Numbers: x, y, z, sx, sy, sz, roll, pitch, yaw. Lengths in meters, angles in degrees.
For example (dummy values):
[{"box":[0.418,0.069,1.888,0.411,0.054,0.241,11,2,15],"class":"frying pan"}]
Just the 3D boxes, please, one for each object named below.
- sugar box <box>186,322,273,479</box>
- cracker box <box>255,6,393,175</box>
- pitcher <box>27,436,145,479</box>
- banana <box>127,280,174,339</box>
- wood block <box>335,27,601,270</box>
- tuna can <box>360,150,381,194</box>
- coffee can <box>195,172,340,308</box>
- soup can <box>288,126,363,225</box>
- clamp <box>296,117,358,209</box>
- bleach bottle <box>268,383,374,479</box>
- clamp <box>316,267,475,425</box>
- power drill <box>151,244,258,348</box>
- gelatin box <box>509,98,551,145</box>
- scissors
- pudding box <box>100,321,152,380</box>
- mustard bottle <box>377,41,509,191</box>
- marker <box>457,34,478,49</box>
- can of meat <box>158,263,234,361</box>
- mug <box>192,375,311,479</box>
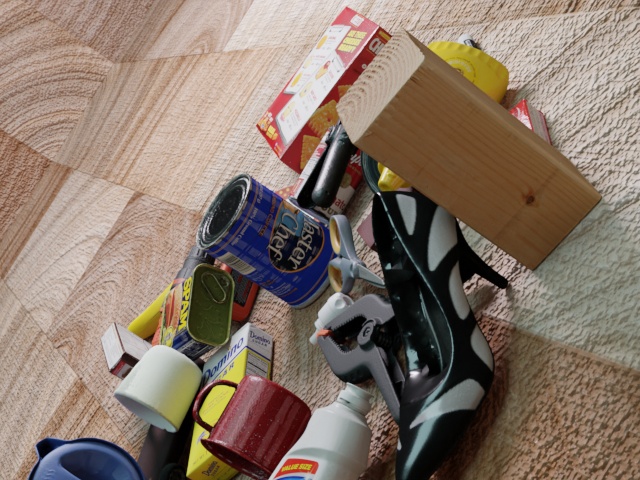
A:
[{"box":[-0.101,0.184,1.206,0.093,0.048,0.176,-43,28,28],"class":"sugar box"},{"box":[0.015,-0.198,1.439,0.214,0.072,0.164,-52,25,8],"class":"cracker box"},{"box":[-0.284,0.338,1.228,0.243,0.144,0.149,126,152,-52],"class":"pitcher"},{"box":[-0.230,0.097,1.579,0.198,0.037,0.069,-44,9,23],"class":"banana"},{"box":[0.124,-0.075,0.905,0.091,0.206,0.090,-49,25,16],"class":"wood block"},{"box":[0.082,-0.084,1.150,0.086,0.033,0.086,25,122,47],"class":"tuna can"},{"box":[-0.058,0.002,1.237,0.103,0.140,0.103,-43,27,28],"class":"coffee can"},{"box":[0.014,-0.077,1.290,0.102,0.068,0.069,-59,24,-5],"class":"soup can"},{"box":[0.025,-0.105,1.187,0.171,0.039,0.120,-64,16,5],"class":"clamp"},{"box":[-0.024,0.243,0.948,0.103,0.068,0.251,9,70,61],"class":"bleach bottle"},{"box":[0.057,0.103,1.019,0.210,0.036,0.164,-17,48,56],"class":"clamp"},{"box":[-0.148,0.063,1.438,0.188,0.057,0.184,-28,39,51],"class":"power drill"},{"box":[0.183,-0.084,1.023,0.073,0.030,0.089,-42,28,30],"class":"gelatin box"},{"box":[0.035,0.012,1.105,0.202,0.016,0.096,147,117,-75],"class":"scissors"},{"box":[-0.250,0.165,1.459,0.039,0.090,0.114,-55,24,3],"class":"pudding box"},{"box":[0.111,-0.119,1.089,0.191,0.096,0.058,-55,-19,-28],"class":"mustard bottle"},{"box":[0.174,-0.200,1.200,0.020,0.020,0.121,-46,26,22],"class":"marker"},{"box":[-0.151,0.091,1.291,0.084,0.057,0.102,-35,43,47],"class":"can of meat"},{"box":[-0.071,0.183,1.073,0.081,0.117,0.093,-60,1,-21],"class":"mug"}]
